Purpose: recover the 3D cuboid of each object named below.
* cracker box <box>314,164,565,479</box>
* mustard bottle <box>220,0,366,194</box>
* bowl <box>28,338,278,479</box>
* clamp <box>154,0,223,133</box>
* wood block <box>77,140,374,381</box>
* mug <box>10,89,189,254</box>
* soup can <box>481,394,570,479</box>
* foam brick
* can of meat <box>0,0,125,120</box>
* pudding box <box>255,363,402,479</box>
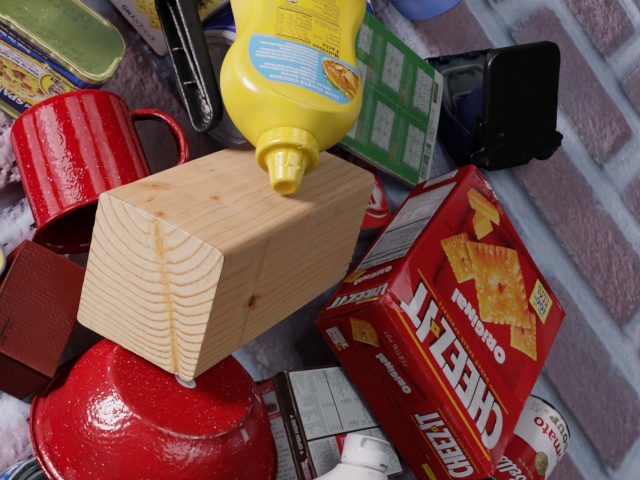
[{"bbox_3d":[0.104,0.061,0.839,0.164,0.072,0.213,57,38,-14],"label":"cracker box"},{"bbox_3d":[-0.018,-0.114,0.719,0.096,0.058,0.191,17,55,-21],"label":"mustard bottle"},{"bbox_3d":[-0.093,0.104,0.660,0.162,0.055,0.162,17,33,-12],"label":"bowl"},{"bbox_3d":[-0.108,-0.180,0.740,0.164,0.036,0.209,42,43,-22],"label":"clamp"},{"bbox_3d":[-0.054,0.001,0.706,0.090,0.091,0.205,25,25,19],"label":"wood block"},{"bbox_3d":[-0.145,-0.051,0.708,0.117,0.093,0.081,-21,75,-1],"label":"mug"},{"bbox_3d":[0.148,0.177,0.853,0.068,0.069,0.102,55,48,-4],"label":"soup can"},{"bbox_3d":[-0.185,0.049,0.666,0.053,0.051,0.078,32,53,-21],"label":"foam brick"},{"bbox_3d":[-0.192,-0.128,0.719,0.102,0.084,0.057,35,52,-20],"label":"can of meat"},{"bbox_3d":[0.006,0.136,0.766,0.113,0.039,0.090,5,65,-56],"label":"pudding box"}]
